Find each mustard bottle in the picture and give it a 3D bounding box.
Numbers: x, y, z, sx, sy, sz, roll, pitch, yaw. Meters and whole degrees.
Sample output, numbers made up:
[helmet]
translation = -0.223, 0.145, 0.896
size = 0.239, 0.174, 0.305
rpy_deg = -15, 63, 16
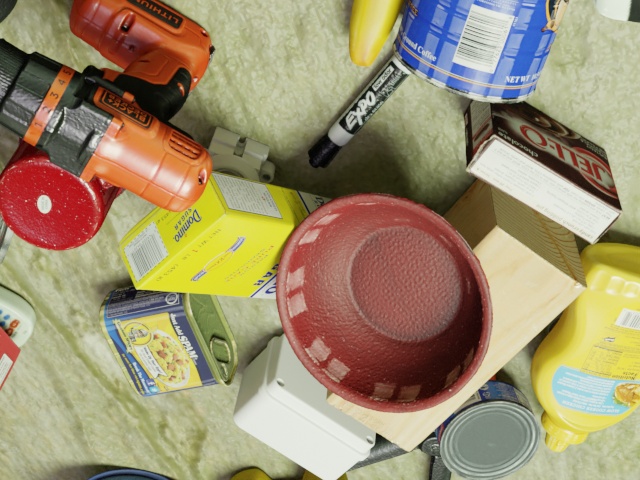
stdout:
[mustard bottle]
translation = 0.223, 0.096, 0.855
size = 0.096, 0.058, 0.192
rpy_deg = 10, 121, -12

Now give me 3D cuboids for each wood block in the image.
[wood block]
translation = 0.101, 0.058, 0.843
size = 0.090, 0.090, 0.206
rpy_deg = 33, 118, -15

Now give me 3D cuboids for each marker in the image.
[marker]
translation = 0.031, -0.098, 0.794
size = 0.020, 0.020, 0.121
rpy_deg = 35, 119, -16

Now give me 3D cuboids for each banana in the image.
[banana]
translation = 0.050, -0.208, 0.695
size = 0.037, 0.069, 0.198
rpy_deg = 23, 137, 8

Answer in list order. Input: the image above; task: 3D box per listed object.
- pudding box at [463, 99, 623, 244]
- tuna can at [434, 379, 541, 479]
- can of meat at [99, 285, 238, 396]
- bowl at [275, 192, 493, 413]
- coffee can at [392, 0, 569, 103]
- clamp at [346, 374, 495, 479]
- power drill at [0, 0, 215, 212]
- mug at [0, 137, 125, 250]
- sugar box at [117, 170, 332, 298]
[pudding box]
translation = 0.158, -0.057, 0.766
size = 0.113, 0.090, 0.039
rpy_deg = 27, 121, -11
[tuna can]
translation = 0.140, 0.160, 0.899
size = 0.086, 0.034, 0.086
rpy_deg = -3, 120, -5
[can of meat]
translation = -0.127, 0.080, 0.897
size = 0.084, 0.057, 0.102
rpy_deg = -12, 119, 15
[bowl]
translation = 0.051, 0.039, 0.762
size = 0.162, 0.055, 0.162
rpy_deg = 7, 107, 23
[coffee can]
translation = 0.115, -0.175, 0.689
size = 0.102, 0.102, 0.140
rpy_deg = 14, 122, -4
[clamp]
translation = 0.090, 0.173, 0.947
size = 0.120, 0.039, 0.172
rpy_deg = 21, 116, -15
[power drill]
translation = -0.149, -0.111, 0.703
size = 0.184, 0.187, 0.057
rpy_deg = 30, 121, -15
[mug]
translation = -0.184, -0.048, 0.807
size = 0.117, 0.081, 0.093
rpy_deg = -13, 120, 13
[sugar box]
translation = -0.055, 0.001, 0.786
size = 0.093, 0.048, 0.175
rpy_deg = -38, 154, 24
